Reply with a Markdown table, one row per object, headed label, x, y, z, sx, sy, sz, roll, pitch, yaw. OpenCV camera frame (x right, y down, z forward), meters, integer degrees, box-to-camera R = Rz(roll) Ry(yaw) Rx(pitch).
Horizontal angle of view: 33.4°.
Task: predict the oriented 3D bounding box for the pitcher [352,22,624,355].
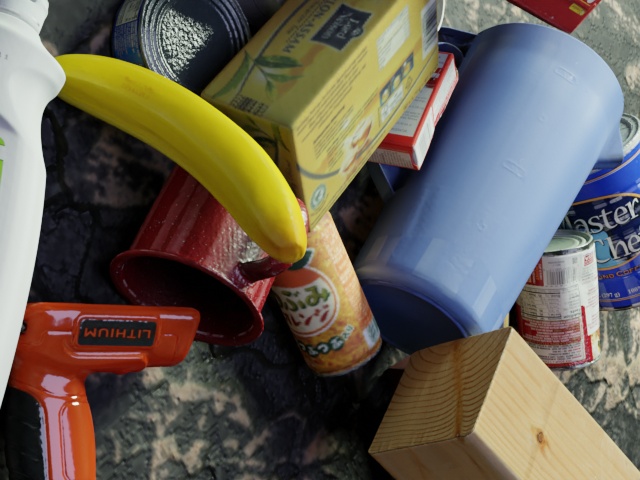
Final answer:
| label | x | y | z | sx | sy | sz | roll | pitch | yaw |
| --- | --- | --- | --- | --- | --- | --- | --- | --- | --- |
| pitcher | 0.109 | -0.039 | 0.780 | 0.242 | 0.149 | 0.145 | -57 | 140 | -27 |

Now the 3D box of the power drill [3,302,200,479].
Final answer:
| label | x | y | z | sx | sy | sz | roll | pitch | yaw |
| --- | --- | --- | --- | --- | --- | --- | --- | --- | --- |
| power drill | -0.106 | 0.128 | 0.567 | 0.184 | 0.057 | 0.187 | 6 | 80 | -32 |

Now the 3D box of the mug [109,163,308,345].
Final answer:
| label | x | y | z | sx | sy | sz | roll | pitch | yaw |
| --- | --- | --- | --- | --- | --- | --- | --- | --- | --- |
| mug | -0.054 | 0.001 | 0.611 | 0.093 | 0.117 | 0.081 | 45 | 53 | -32 |

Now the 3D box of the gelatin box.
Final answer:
| label | x | y | z | sx | sy | sz | roll | pitch | yaw |
| --- | --- | --- | --- | --- | --- | --- | --- | --- | --- |
| gelatin box | 0.048 | -0.096 | 0.746 | 0.030 | 0.073 | 0.089 | 68 | 41 | -53 |

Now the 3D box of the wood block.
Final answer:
| label | x | y | z | sx | sy | sz | roll | pitch | yaw |
| --- | --- | --- | --- | --- | --- | --- | --- | --- | --- |
| wood block | 0.141 | 0.164 | 0.703 | 0.206 | 0.090 | 0.090 | 47 | 48 | -20 |

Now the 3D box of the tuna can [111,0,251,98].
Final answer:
| label | x | y | z | sx | sy | sz | roll | pitch | yaw |
| --- | --- | --- | --- | --- | --- | --- | --- | --- | --- |
| tuna can | -0.083 | -0.117 | 0.645 | 0.085 | 0.034 | 0.086 | 5 | 84 | -45 |

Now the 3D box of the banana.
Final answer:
| label | x | y | z | sx | sy | sz | roll | pitch | yaw |
| --- | --- | --- | --- | --- | --- | --- | --- | --- | --- |
| banana | -0.078 | -0.052 | 0.576 | 0.069 | 0.198 | 0.037 | -44 | 159 | -43 |

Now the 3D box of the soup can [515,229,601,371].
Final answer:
| label | x | y | z | sx | sy | sz | roll | pitch | yaw |
| --- | --- | --- | --- | --- | --- | --- | --- | --- | --- |
| soup can | 0.194 | 0.048 | 0.878 | 0.068 | 0.069 | 0.102 | -22 | 110 | -44 |

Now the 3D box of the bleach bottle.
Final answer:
| label | x | y | z | sx | sy | sz | roll | pitch | yaw |
| --- | --- | --- | --- | --- | --- | --- | --- | --- | --- |
| bleach bottle | -0.173 | -0.009 | 0.509 | 0.102 | 0.068 | 0.250 | 16 | 71 | -7 |
